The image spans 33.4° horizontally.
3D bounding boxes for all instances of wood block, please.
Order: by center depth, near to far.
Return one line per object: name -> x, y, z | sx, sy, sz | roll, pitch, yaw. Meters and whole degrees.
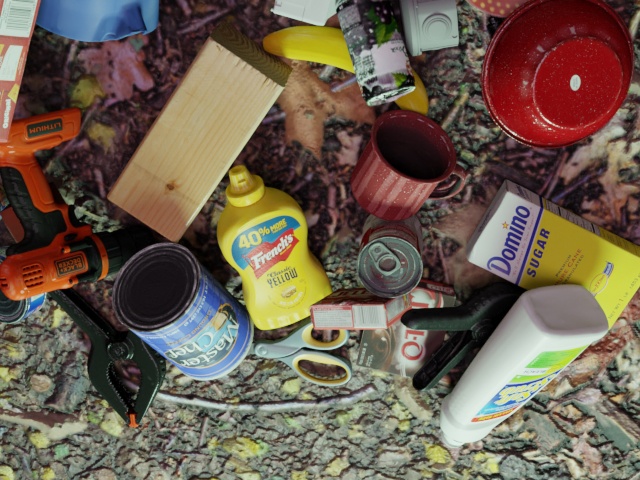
wood block -> -0.126, -0.113, 1.113 | 0.090, 0.090, 0.206 | 34, 111, -9

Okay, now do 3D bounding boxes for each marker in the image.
marker -> 0.204, -0.176, 1.088 | 0.020, 0.020, 0.121 | -29, 106, 16

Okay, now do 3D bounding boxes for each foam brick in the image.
foam brick -> -0.310, -0.017, 1.193 | 0.053, 0.051, 0.078 | -22, 108, 15

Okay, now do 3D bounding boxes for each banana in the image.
banana -> 0.038, -0.176, 1.097 | 0.197, 0.037, 0.070 | 31, 110, -6

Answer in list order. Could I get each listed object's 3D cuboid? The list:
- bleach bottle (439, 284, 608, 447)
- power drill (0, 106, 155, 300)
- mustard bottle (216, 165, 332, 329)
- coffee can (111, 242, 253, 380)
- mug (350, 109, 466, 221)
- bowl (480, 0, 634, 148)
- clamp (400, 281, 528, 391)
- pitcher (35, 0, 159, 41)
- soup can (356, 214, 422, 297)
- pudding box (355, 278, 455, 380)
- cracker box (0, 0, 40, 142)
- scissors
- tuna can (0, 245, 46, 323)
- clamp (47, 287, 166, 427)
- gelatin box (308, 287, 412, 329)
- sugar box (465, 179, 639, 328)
bleach bottle -> 0.205, 0.150, 1.170 | 0.102, 0.068, 0.251 | -3, 142, -30
power drill -> -0.272, -0.044, 1.141 | 0.057, 0.184, 0.187 | -8, 98, 49
mustard bottle -> -0.057, 0.002, 1.141 | 0.096, 0.058, 0.191 | -23, 124, -4
coffee can -> -0.146, 0.079, 1.151 | 0.103, 0.103, 0.140 | -18, 147, 13
mug -> 0.092, -0.071, 1.100 | 0.117, 0.093, 0.082 | 13, 143, -15
bowl -> 0.243, -0.161, 1.050 | 0.162, 0.055, 0.162 | -3, 112, -8
clamp -> 0.161, 0.086, 1.151 | 0.171, 0.039, 0.120 | -32, 140, -7
pitcher -> -0.209, -0.323, 0.995 | 0.149, 0.145, 0.243 | 13, 126, -3
soup can -> 0.075, 0.009, 1.132 | 0.068, 0.102, 0.068 | 2, 112, 5
pudding box -> 0.095, 0.095, 1.198 | 0.090, 0.039, 0.113 | 13, 112, 1
cracker box -> -0.367, -0.214, 1.046 | 0.214, 0.071, 0.164 | 37, 118, 36
scissors -> -0.054, 0.111, 1.234 | 0.201, 0.016, 0.096 | 20, 111, -2
tuna can -> -0.358, 0.051, 1.221 | 0.086, 0.033, 0.086 | 10, 114, 24
clamp -> -0.242, 0.117, 1.247 | 0.164, 0.036, 0.210 | 2, 108, 7
gelatin box -> 0.043, 0.071, 1.138 | 0.089, 0.073, 0.030 | -3, 101, 28
sugar box -> 0.254, 0.016, 1.145 | 0.176, 0.048, 0.093 | 25, 114, -5
